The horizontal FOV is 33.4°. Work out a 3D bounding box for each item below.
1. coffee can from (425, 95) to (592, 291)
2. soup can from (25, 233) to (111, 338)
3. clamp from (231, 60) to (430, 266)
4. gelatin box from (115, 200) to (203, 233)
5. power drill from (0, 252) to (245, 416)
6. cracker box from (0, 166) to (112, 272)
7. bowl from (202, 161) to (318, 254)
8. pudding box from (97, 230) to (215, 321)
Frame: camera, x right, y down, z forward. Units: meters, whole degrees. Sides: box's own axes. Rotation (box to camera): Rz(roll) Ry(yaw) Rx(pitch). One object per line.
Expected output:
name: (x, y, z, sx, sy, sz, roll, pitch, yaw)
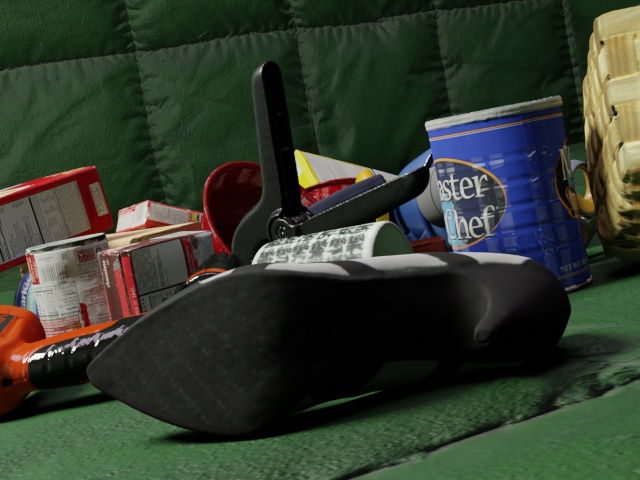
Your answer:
coffee can: (0.142, -0.030, 0.806, 0.103, 0.140, 0.103, -11, 5, 1)
soup can: (-0.198, 0.050, 0.872, 0.068, 0.102, 0.068, -11, 5, 1)
clamp: (-0.010, -0.009, 0.799, 0.165, 0.210, 0.036, 31, 27, 30)
gelatin box: (-0.170, -0.018, 1.145, 0.073, 0.030, 0.089, 13, -12, -29)
power drill: (-0.141, 0.061, 0.749, 0.187, 0.057, 0.184, -12, 14, 5)
cracker box: (-0.324, 0.002, 0.988, 0.164, 0.072, 0.213, -10, 11, 37)
bowl: (-0.057, 0.001, 1.045, 0.161, 0.162, 0.055, -17, -24, -50)
pudding box: (-0.126, 0.043, 0.873, 0.039, 0.090, 0.113, -6, 6, 33)
